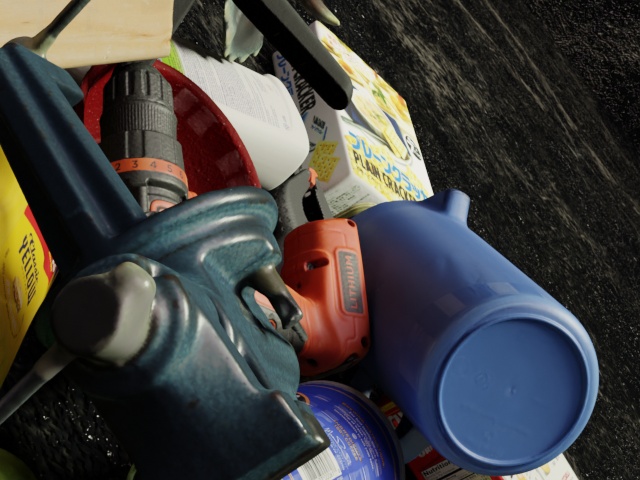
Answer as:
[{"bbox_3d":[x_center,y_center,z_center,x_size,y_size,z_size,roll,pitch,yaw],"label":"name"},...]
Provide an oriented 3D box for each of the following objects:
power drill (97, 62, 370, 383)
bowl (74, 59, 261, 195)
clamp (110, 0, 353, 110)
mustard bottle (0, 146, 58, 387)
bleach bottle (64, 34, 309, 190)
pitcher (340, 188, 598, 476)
[{"bbox_3d":[-0.054,0.001,0.630,0.187,0.057,0.184,20,57,-43],"label":"power drill"},{"bbox_3d":[-0.109,-0.037,0.688,0.162,0.055,0.162,36,40,-37],"label":"bowl"},{"bbox_3d":[-0.077,-0.175,0.694,0.164,0.036,0.210,-10,77,-31],"label":"clamp"},{"bbox_3d":[-0.159,-0.004,0.532,0.191,0.058,0.096,-82,172,-59],"label":"mustard bottle"},{"bbox_3d":[-0.117,-0.118,0.784,0.250,0.068,0.103,23,32,-47],"label":"bleach bottle"},{"bbox_3d":[0.079,0.067,0.701,0.243,0.145,0.149,-131,-156,-74],"label":"pitcher"}]
